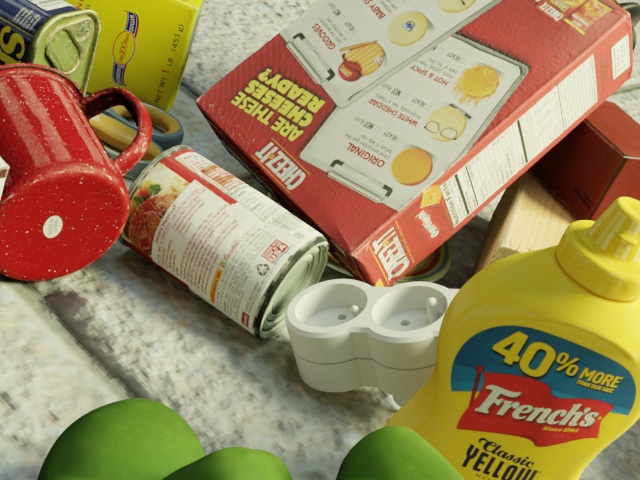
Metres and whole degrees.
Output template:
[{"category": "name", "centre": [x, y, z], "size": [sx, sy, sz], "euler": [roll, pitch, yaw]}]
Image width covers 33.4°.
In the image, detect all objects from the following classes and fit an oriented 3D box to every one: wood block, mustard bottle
[{"category": "wood block", "centre": [0.155, 0.012, 0.704], "size": [0.091, 0.090, 0.205], "euler": [25, 30, 5]}, {"category": "mustard bottle", "centre": [0.095, 0.062, 0.479], "size": [0.096, 0.192, 0.058], "euler": [22, 30, -2]}]

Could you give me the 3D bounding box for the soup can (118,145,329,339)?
[{"category": "soup can", "centre": [-0.054, 0.001, 0.599], "size": [0.102, 0.069, 0.068], "euler": [33, 32, 16]}]

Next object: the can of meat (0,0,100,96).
[{"category": "can of meat", "centre": [-0.190, -0.109, 0.648], "size": [0.084, 0.102, 0.057], "euler": [31, 31, 17]}]

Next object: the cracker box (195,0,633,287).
[{"category": "cracker box", "centre": [0.058, -0.092, 0.659], "size": [0.164, 0.213, 0.072], "euler": [45, -7, 33]}]

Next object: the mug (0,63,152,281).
[{"category": "mug", "centre": [-0.142, -0.039, 0.567], "size": [0.117, 0.093, 0.081], "euler": [-30, 56, -8]}]

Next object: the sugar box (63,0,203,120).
[{"category": "sugar box", "centre": [-0.176, -0.159, 0.745], "size": [0.176, 0.093, 0.048], "euler": [19, 30, -6]}]

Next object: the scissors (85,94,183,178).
[{"category": "scissors", "centre": [-0.177, -0.102, 0.730], "size": [0.202, 0.016, 0.096], "euler": [34, 30, 18]}]
